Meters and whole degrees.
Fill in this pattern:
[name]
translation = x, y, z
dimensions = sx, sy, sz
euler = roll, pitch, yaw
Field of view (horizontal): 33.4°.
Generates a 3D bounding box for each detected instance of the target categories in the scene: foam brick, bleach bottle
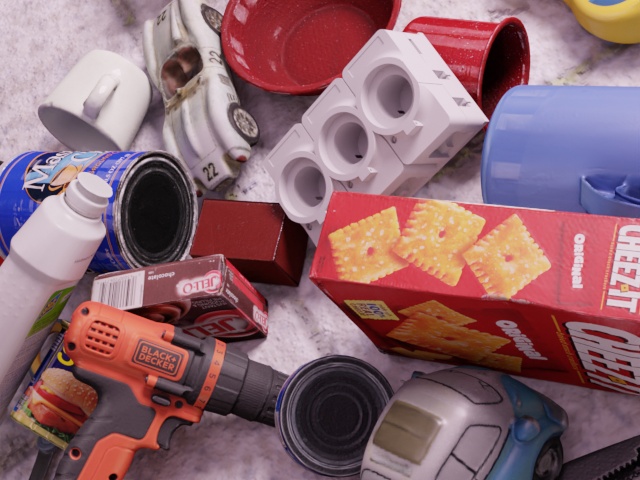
[foam brick]
translation = -0.056, 0.001, 0.848
dimensions = 0.078, 0.053, 0.051
euler = 5, 67, 23
[bleach bottle]
translation = -0.228, 0.052, 0.807
dimensions = 0.068, 0.102, 0.251
euler = 36, 110, -2

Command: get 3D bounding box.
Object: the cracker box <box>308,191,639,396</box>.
[cracker box]
translation = 0.121, 0.039, 0.695
dimensions = 0.214, 0.164, 0.072
euler = 8, 70, 25

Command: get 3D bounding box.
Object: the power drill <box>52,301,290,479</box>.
[power drill]
translation = -0.118, 0.155, 0.768
dimensions = 0.184, 0.057, 0.187
euler = 21, 81, -9

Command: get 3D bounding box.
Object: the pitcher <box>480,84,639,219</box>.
[pitcher]
translation = 0.232, -0.040, 0.705
dimensions = 0.243, 0.149, 0.145
euler = 9, 69, 28

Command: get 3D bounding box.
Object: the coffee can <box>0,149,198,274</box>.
[coffee can]
translation = -0.186, -0.023, 0.872
dimensions = 0.141, 0.102, 0.102
euler = 3, 66, 31

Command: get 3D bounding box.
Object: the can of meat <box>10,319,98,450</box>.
[can of meat]
translation = -0.175, 0.122, 0.824
dimensions = 0.102, 0.057, 0.084
euler = 28, 80, 10

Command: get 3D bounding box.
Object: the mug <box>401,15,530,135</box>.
[mug]
translation = 0.113, -0.136, 0.836
dimensions = 0.082, 0.093, 0.117
euler = 13, 40, 31

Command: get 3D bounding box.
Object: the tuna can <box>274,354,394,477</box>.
[tuna can]
translation = 0.011, 0.123, 0.751
dimensions = 0.086, 0.034, 0.086
euler = 1, 80, -6

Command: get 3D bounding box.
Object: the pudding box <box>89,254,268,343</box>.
[pudding box]
translation = -0.107, 0.052, 0.822
dimensions = 0.114, 0.090, 0.039
euler = -8, 61, 18

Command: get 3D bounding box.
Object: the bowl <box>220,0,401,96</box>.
[bowl]
translation = -0.002, -0.181, 0.915
dimensions = 0.162, 0.055, 0.162
euler = -9, 62, 17

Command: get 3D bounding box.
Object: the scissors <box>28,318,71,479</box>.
[scissors]
translation = -0.229, 0.147, 0.866
dimensions = 0.096, 0.016, 0.201
euler = 25, 76, 26
